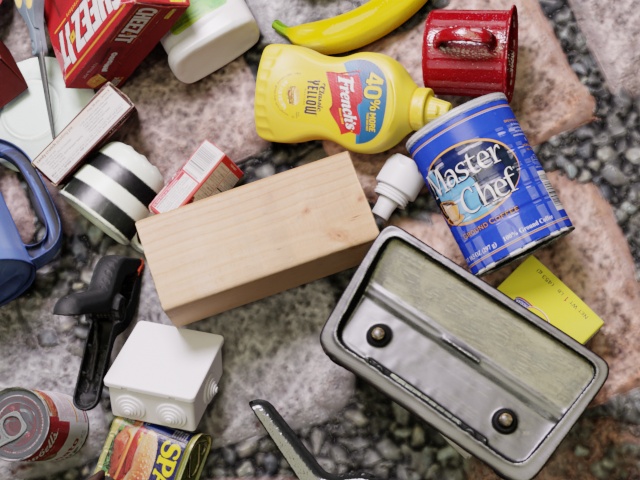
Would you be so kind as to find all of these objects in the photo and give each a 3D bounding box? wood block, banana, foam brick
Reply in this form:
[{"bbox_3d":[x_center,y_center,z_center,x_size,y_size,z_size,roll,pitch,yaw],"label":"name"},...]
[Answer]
[{"bbox_3d":[-0.057,0.001,1.000,0.206,0.091,0.090,-19,75,-4],"label":"wood block"},{"bbox_3d":[0.049,-0.234,1.075,0.198,0.037,0.069,-23,76,5],"label":"banana"},{"bbox_3d":[-0.349,-0.181,1.113,0.051,0.053,0.078,-36,51,0],"label":"foam brick"}]

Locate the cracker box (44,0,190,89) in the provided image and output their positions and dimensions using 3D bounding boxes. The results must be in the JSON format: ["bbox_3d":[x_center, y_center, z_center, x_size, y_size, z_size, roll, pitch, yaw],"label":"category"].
[{"bbox_3d":[-0.227,-0.283,1.071,0.164,0.071,0.214,-35,69,46],"label":"cracker box"}]

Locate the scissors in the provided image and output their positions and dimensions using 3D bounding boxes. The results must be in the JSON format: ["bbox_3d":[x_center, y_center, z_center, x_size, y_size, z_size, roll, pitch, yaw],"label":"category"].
[{"bbox_3d":[-0.298,-0.211,1.108,0.016,0.096,0.202,-10,108,-28],"label":"scissors"}]

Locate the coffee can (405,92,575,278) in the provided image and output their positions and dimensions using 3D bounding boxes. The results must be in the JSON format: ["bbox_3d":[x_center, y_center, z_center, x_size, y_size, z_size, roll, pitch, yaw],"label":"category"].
[{"bbox_3d":[0.155,-0.049,0.977,0.103,0.102,0.140,-27,81,3],"label":"coffee can"}]

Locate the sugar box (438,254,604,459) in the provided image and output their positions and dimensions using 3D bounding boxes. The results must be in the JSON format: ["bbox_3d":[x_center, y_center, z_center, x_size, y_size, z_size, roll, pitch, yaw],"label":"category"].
[{"bbox_3d":[0.164,0.107,0.980,0.176,0.048,0.093,-45,75,-3],"label":"sugar box"}]

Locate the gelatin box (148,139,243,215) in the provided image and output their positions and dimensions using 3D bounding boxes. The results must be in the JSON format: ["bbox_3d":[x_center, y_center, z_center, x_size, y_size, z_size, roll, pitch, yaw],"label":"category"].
[{"bbox_3d":[-0.121,-0.049,1.048,0.030,0.073,0.089,39,88,16],"label":"gelatin box"}]

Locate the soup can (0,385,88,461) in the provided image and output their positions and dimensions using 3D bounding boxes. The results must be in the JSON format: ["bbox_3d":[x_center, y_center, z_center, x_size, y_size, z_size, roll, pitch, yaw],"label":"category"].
[{"bbox_3d":[-0.269,0.175,1.012,0.068,0.102,0.068,-2,78,9],"label":"soup can"}]

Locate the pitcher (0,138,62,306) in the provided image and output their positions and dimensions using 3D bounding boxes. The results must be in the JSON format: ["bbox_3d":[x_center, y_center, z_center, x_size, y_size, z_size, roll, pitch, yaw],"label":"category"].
[{"bbox_3d":[-0.376,-0.050,1.072,0.145,0.149,0.243,-35,70,30],"label":"pitcher"}]

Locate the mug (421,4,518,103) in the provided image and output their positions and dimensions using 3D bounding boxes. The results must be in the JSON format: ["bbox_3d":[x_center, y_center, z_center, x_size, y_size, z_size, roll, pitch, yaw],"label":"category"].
[{"bbox_3d":[0.140,-0.180,1.010,0.081,0.117,0.093,5,89,15],"label":"mug"}]

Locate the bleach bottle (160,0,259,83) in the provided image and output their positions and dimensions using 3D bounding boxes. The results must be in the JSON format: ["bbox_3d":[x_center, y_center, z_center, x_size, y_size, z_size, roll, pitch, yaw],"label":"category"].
[{"bbox_3d":[-0.164,-0.291,1.111,0.102,0.068,0.251,-31,73,-2],"label":"bleach bottle"}]

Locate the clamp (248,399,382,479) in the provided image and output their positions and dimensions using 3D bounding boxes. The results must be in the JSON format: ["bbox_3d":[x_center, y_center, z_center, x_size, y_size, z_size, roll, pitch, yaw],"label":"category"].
[{"bbox_3d":[-0.003,0.260,0.982,0.210,0.036,0.164,22,83,13],"label":"clamp"}]

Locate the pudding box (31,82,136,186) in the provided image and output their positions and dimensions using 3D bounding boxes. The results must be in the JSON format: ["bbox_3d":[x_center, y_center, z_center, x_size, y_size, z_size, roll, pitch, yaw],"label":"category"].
[{"bbox_3d":[-0.235,-0.105,1.067,0.039,0.090,0.113,42,88,-10],"label":"pudding box"}]

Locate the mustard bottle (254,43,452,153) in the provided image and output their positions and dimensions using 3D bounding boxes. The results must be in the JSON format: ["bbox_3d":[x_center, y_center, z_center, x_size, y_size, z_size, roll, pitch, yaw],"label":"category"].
[{"bbox_3d":[0.033,-0.133,1.027,0.192,0.058,0.096,10,98,22],"label":"mustard bottle"}]

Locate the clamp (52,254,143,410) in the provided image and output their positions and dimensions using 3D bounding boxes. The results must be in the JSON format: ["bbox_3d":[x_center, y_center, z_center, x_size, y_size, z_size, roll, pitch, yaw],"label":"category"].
[{"bbox_3d":[-0.205,0.077,1.012,0.039,0.171,0.120,9,115,10],"label":"clamp"}]

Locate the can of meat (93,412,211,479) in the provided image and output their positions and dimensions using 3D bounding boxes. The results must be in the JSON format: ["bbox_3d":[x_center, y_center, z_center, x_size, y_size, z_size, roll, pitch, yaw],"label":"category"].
[{"bbox_3d":[-0.162,0.218,1.009,0.084,0.057,0.102,18,82,15],"label":"can of meat"}]
